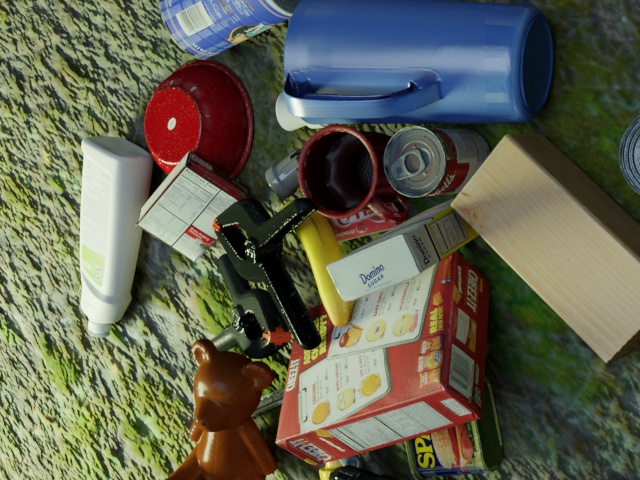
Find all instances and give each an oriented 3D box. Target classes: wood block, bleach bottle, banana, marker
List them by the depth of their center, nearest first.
[{"bbox_3d":[0.233,0.003,0.981,0.206,0.090,0.091,48,119,23],"label":"wood block"},{"bbox_3d":[-0.005,0.009,1.146,0.198,0.037,0.070,-122,29,-50],"label":"banana"},{"bbox_3d":[-0.063,0.191,1.255,0.121,0.020,0.020,-29,77,34],"label":"marker"},{"bbox_3d":[-0.272,0.001,1.360,0.103,0.067,0.251,30,116,45],"label":"bleach bottle"}]

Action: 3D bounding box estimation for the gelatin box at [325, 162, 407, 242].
[{"bbox_3d":[0.045,-0.042,1.148,0.089,0.030,0.073,-14,86,36],"label":"gelatin box"}]

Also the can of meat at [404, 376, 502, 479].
[{"bbox_3d":[0.134,0.190,1.091,0.084,0.057,0.102,-13,87,34],"label":"can of meat"}]

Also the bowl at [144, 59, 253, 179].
[{"bbox_3d":[-0.158,-0.136,1.271,0.162,0.055,0.162,3,96,35],"label":"bowl"}]

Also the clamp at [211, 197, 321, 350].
[{"bbox_3d":[-0.057,0.001,1.140,0.210,0.036,0.165,39,134,49],"label":"clamp"}]

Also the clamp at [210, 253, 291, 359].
[{"bbox_3d":[-0.085,0.097,1.222,0.172,0.039,0.120,-140,51,-57],"label":"clamp"}]

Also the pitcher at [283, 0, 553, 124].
[{"bbox_3d":[0.090,-0.167,1.032,0.243,0.144,0.149,7,80,29],"label":"pitcher"}]

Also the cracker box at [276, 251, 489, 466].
[{"bbox_3d":[0.065,0.123,1.078,0.214,0.072,0.164,-25,40,35],"label":"cracker box"}]

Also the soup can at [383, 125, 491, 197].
[{"bbox_3d":[0.117,-0.078,1.049,0.069,0.102,0.068,4,96,35],"label":"soup can"}]

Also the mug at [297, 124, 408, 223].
[{"bbox_3d":[0.045,-0.062,1.078,0.117,0.081,0.093,46,116,21],"label":"mug"}]

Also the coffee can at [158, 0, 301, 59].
[{"bbox_3d":[-0.094,-0.273,1.183,0.141,0.102,0.103,-18,84,36],"label":"coffee can"}]

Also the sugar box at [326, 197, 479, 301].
[{"bbox_3d":[0.090,0.005,1.028,0.094,0.175,0.048,-23,94,35],"label":"sugar box"}]

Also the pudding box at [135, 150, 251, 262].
[{"bbox_3d":[-0.150,-0.038,1.255,0.090,0.039,0.114,35,119,-17],"label":"pudding box"}]
